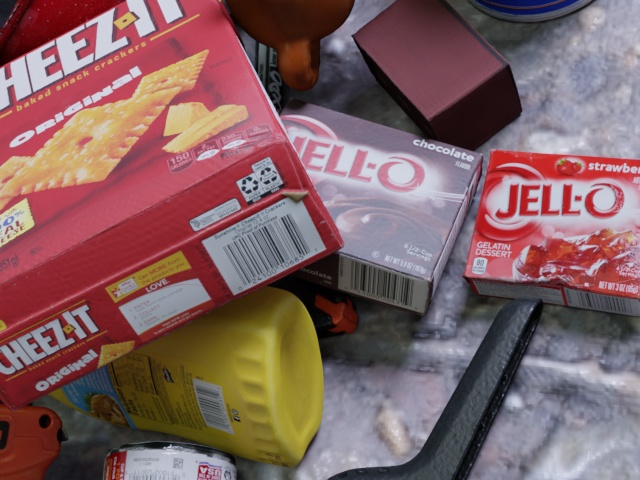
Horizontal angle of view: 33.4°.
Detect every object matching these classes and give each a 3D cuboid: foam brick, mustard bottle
[{"bbox_3d":[0.064,-0.091,0.583,0.051,0.053,0.078,-38,59,1],"label":"foam brick"},{"bbox_3d":[-0.096,0.057,0.553,0.192,0.096,0.058,8,41,24],"label":"mustard bottle"}]

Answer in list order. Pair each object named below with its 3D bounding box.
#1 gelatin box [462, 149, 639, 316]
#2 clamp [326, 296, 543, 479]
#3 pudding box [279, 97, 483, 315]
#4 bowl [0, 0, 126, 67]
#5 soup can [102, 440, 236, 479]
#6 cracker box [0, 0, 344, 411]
[{"bbox_3d":[0.122,-0.006,0.535,0.089,0.030,0.073,7,70,23],"label":"gelatin box"},{"bbox_3d":[0.051,0.128,0.498,0.210,0.036,0.164,-23,61,10],"label":"clamp"},{"bbox_3d":[0.017,-0.019,0.550,0.113,0.039,0.090,19,55,11],"label":"pudding box"},{"bbox_3d":[-0.141,-0.143,0.653,0.055,0.162,0.162,35,80,-12],"label":"bowl"},{"bbox_3d":[-0.077,0.155,0.517,0.069,0.068,0.102,-7,65,18],"label":"soup can"},{"bbox_3d":[-0.100,-0.040,0.524,0.164,0.072,0.214,-27,37,1],"label":"cracker box"}]
